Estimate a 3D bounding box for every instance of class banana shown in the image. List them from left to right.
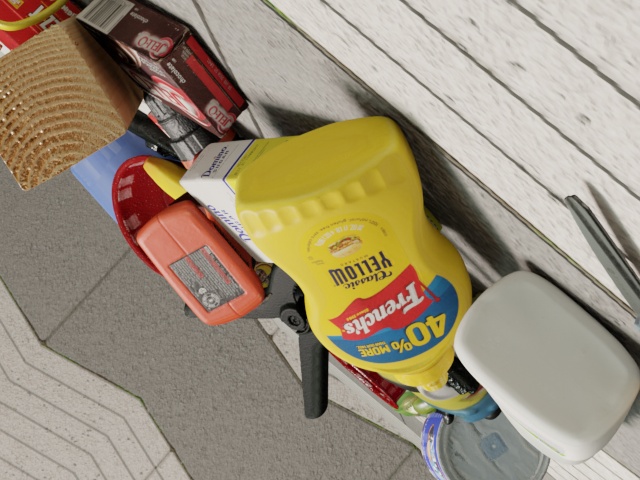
[{"bbox_3d":[-0.100,-0.043,1.119,0.198,0.037,0.069,18,145,32],"label":"banana"}]

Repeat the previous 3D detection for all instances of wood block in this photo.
[{"bbox_3d":[-0.203,-0.119,0.843,0.091,0.090,0.206,59,-176,-15],"label":"wood block"}]

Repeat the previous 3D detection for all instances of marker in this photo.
[{"bbox_3d":[0.056,0.059,0.686,0.121,0.020,0.020,40,173,-10],"label":"marker"}]

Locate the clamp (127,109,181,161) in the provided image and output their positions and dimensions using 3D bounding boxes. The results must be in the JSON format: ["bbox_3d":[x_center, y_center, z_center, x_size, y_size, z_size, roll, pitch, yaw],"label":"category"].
[{"bbox_3d":[-0.165,-0.109,1.158,0.172,0.039,0.120,32,-175,43],"label":"clamp"}]

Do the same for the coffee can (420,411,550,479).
[{"bbox_3d":[0.153,0.193,1.014,0.103,0.103,0.140,41,172,6],"label":"coffee can"}]

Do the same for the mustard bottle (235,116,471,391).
[{"bbox_3d":[0.033,0.023,0.609,0.058,0.096,0.191,-96,-19,-49],"label":"mustard bottle"}]

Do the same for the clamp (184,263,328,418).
[{"bbox_3d":[-0.025,0.057,0.934,0.164,0.036,0.210,35,133,1],"label":"clamp"}]

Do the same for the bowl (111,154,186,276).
[{"bbox_3d":[-0.166,-0.034,1.240,0.162,0.055,0.162,20,126,29],"label":"bowl"}]

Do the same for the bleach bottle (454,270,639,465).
[{"bbox_3d":[0.144,0.096,0.689,0.103,0.068,0.250,42,175,18],"label":"bleach bottle"}]

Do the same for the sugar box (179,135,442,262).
[{"bbox_3d":[-0.012,-0.025,0.705,0.093,0.048,0.177,47,158,-28],"label":"sugar box"}]

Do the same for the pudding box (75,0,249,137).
[{"bbox_3d":[-0.115,-0.131,0.781,0.114,0.039,0.090,35,170,40],"label":"pudding box"}]

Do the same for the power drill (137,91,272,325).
[{"bbox_3d":[-0.090,-0.036,0.847,0.184,0.057,0.187,51,-158,-23],"label":"power drill"}]

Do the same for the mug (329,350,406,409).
[{"bbox_3d":[0.061,0.098,1.018,0.093,0.081,0.117,43,172,-9],"label":"mug"}]

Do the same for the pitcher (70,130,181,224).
[{"bbox_3d":[-0.191,-0.047,1.349,0.243,0.149,0.145,46,-170,-9],"label":"pitcher"}]

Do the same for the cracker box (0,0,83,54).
[{"bbox_3d":[-0.286,-0.212,1.046,0.164,0.072,0.214,43,173,-3],"label":"cracker box"}]
